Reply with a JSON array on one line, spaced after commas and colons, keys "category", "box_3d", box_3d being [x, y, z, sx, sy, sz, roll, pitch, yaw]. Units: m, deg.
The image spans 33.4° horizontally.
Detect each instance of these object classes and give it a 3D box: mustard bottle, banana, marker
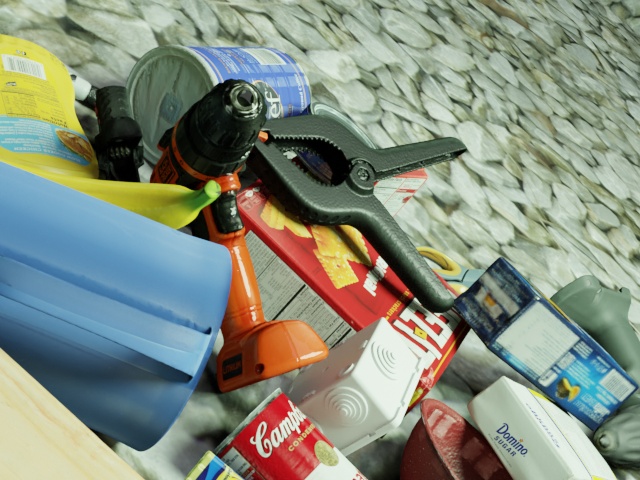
[{"category": "mustard bottle", "box_3d": [-0.209, -0.066, 0.759, 0.096, 0.058, 0.192, 11, 40, -40]}, {"category": "banana", "box_3d": [-0.162, -0.032, 0.671, 0.197, 0.070, 0.037, 7, 50, -4]}, {"category": "marker", "box_3d": [-0.222, -0.138, 0.883, 0.121, 0.020, 0.020, 28, 31, -22]}]

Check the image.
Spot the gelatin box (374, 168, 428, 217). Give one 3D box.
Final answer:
[{"category": "gelatin box", "box_3d": [0.048, -0.042, 0.997, 0.073, 0.089, 0.030, -1, 49, -50]}]

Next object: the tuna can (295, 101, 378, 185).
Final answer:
[{"category": "tuna can", "box_3d": [0.013, -0.080, 0.923, 0.086, 0.034, 0.086, 35, 23, -18]}]

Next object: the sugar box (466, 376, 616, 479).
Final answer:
[{"category": "sugar box", "box_3d": [0.182, 0.169, 0.860, 0.093, 0.048, 0.176, 57, 15, 29]}]

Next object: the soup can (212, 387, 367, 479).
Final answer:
[{"category": "soup can", "box_3d": [-0.015, 0.153, 0.675, 0.102, 0.069, 0.068, 45, 29, 6]}]

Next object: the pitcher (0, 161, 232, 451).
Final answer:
[{"category": "pitcher", "box_3d": [-0.178, 0.019, 0.599, 0.242, 0.149, 0.145, 25, 38, -20]}]

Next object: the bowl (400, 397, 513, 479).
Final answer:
[{"category": "bowl", "box_3d": [0.106, 0.191, 0.753, 0.162, 0.055, 0.162, 46, 11, -12]}]

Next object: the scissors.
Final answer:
[{"category": "scissors", "box_3d": [0.165, 0.052, 1.083, 0.201, 0.016, 0.096, 17, 38, -36]}]

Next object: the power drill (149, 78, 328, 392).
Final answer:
[{"category": "power drill", "box_3d": [-0.055, 0.001, 0.715, 0.057, 0.185, 0.188, -14, 81, -22]}]

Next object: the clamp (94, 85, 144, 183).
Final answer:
[{"category": "clamp", "box_3d": [-0.150, -0.072, 0.795, 0.039, 0.120, 0.171, -4, 42, -18]}]

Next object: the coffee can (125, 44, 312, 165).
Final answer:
[{"category": "coffee can", "box_3d": [-0.087, -0.118, 0.930, 0.103, 0.103, 0.140, 49, 30, 16]}]

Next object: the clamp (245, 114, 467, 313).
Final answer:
[{"category": "clamp", "box_3d": [0.029, -0.035, 0.846, 0.209, 0.036, 0.164, 15, 60, -24]}]

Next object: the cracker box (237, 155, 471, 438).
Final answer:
[{"category": "cracker box", "box_3d": [0.017, 0.034, 0.874, 0.214, 0.072, 0.164, 43, 28, 4]}]
